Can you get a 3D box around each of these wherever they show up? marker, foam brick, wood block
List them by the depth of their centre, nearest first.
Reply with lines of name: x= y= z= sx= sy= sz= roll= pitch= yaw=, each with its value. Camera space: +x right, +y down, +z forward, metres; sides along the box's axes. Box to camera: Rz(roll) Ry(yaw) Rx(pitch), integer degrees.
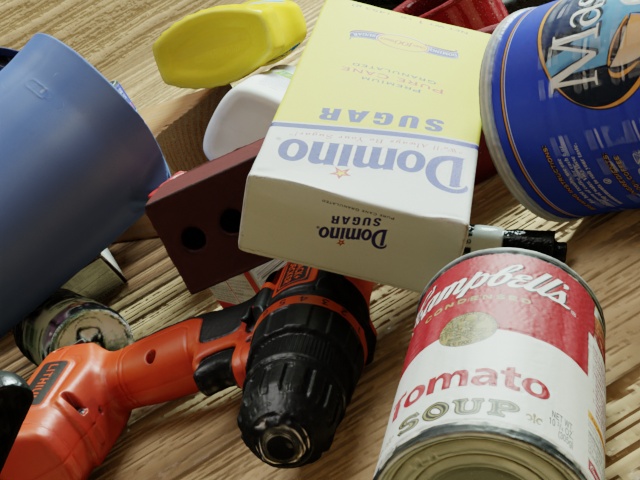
marker: x=0.052 y=-0.001 z=0.495 sx=0.121 sy=0.020 sz=0.020 roll=6 pitch=30 yaw=15
foam brick: x=-0.042 y=-0.016 z=0.548 sx=0.078 sy=0.053 sz=0.051 roll=-24 pitch=14 yaw=11
wood block: x=-0.142 y=-0.062 z=0.930 sx=0.090 sy=0.090 sz=0.207 roll=-43 pitch=22 yaw=-31

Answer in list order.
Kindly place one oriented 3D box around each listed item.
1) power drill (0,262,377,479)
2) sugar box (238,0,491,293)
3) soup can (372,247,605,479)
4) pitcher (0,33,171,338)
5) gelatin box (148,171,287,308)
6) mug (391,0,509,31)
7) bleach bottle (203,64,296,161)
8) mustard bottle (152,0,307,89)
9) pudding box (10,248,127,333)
power drill: x=-0.062 y=0.071 z=0.510 sx=0.188 sy=0.057 sz=0.184 roll=-22 pitch=16 yaw=16
sugar box: x=0.028 y=-0.052 z=0.498 sx=0.093 sy=0.048 sz=0.176 roll=13 pitch=36 yaw=2
soup can: x=0.057 y=0.056 z=0.342 sx=0.069 sy=0.068 sz=0.102 roll=-22 pitch=21 yaw=25
pitcher: x=-0.222 y=-0.010 z=0.666 sx=0.242 sy=0.145 sz=0.149 roll=-45 pitch=23 yaw=-15
gelatin box: x=-0.054 y=0.001 z=0.624 sx=0.030 sy=0.089 sz=0.073 roll=-39 pitch=19 yaw=-24
mug: x=0.088 y=-0.133 z=0.766 sx=0.117 sy=0.081 sz=0.093 roll=-25 pitch=19 yaw=15
bleach bottle: x=-0.015 y=-0.091 z=0.822 sx=0.068 sy=0.102 sz=0.250 roll=-60 pitch=1 yaw=16
mustard bottle: x=-0.062 y=-0.167 z=0.878 sx=0.096 sy=0.058 sz=0.191 roll=-16 pitch=12 yaw=16
pudding box: x=-0.196 y=0.031 z=0.783 sx=0.090 sy=0.039 sz=0.113 roll=-34 pitch=-8 yaw=-8
